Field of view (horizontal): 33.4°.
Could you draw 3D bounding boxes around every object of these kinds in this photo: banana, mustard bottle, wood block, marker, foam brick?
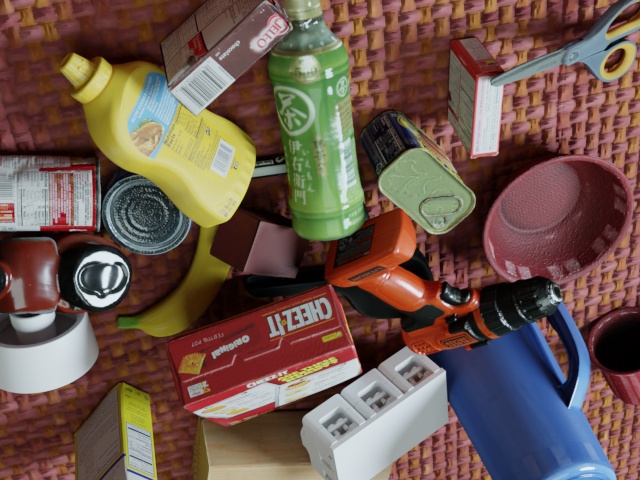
[{"bbox_3d":[-0.127,0.031,1.053,0.069,0.037,0.198,24,116,-28],"label":"banana"},{"bbox_3d":[-0.144,-0.098,0.921,0.058,0.096,0.191,-14,139,44],"label":"mustard bottle"},{"bbox_3d":[-0.034,0.253,1.205,0.205,0.090,0.091,1,124,-15],"label":"wood block"},{"bbox_3d":[-0.025,-0.073,1.017,0.121,0.020,0.020,-8,126,-10],"label":"marker"},{"bbox_3d":[-0.057,0.001,1.015,0.078,0.051,0.053,10,103,-51],"label":"foam brick"}]

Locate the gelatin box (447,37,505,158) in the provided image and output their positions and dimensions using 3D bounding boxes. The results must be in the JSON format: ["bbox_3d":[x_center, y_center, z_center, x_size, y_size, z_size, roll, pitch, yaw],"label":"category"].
[{"bbox_3d":[0.143,-0.132,0.985,0.030,0.073,0.089,-9,127,-9],"label":"gelatin box"}]

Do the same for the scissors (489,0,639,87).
[{"bbox_3d":[0.233,-0.160,0.983,0.201,0.016,0.096,-34,142,-17],"label":"scissors"}]

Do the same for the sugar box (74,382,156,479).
[{"bbox_3d":[-0.210,0.237,1.091,0.048,0.176,0.093,29,113,-30],"label":"sugar box"}]

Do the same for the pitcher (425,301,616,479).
[{"bbox_3d":[0.214,0.171,1.115,0.145,0.243,0.149,-17,134,-7],"label":"pitcher"}]

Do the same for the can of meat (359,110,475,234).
[{"bbox_3d":[0.090,-0.067,1.011,0.057,0.084,0.102,-42,124,16],"label":"can of meat"}]

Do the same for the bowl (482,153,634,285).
[{"bbox_3d":[0.234,-0.031,1.093,0.162,0.055,0.162,-7,126,-10],"label":"bowl"}]

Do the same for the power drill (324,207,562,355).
[{"bbox_3d":[0.111,0.043,1.026,0.187,0.057,0.185,36,139,-31],"label":"power drill"}]

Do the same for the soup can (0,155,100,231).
[{"bbox_3d":[-0.248,-0.041,0.949,0.102,0.068,0.068,-1,125,-14],"label":"soup can"}]

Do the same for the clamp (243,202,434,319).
[{"bbox_3d":[0.049,0.021,1.092,0.209,0.036,0.165,20,120,-25],"label":"clamp"}]

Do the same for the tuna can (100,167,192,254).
[{"bbox_3d":[-0.159,-0.030,0.990,0.086,0.033,0.086,0,117,-1],"label":"tuna can"}]

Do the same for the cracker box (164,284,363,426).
[{"bbox_3d":[-0.047,0.117,1.050,0.164,0.072,0.213,-20,165,0],"label":"cracker box"}]

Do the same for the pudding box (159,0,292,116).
[{"bbox_3d":[-0.081,-0.169,0.888,0.113,0.090,0.039,-38,124,14],"label":"pudding box"}]
